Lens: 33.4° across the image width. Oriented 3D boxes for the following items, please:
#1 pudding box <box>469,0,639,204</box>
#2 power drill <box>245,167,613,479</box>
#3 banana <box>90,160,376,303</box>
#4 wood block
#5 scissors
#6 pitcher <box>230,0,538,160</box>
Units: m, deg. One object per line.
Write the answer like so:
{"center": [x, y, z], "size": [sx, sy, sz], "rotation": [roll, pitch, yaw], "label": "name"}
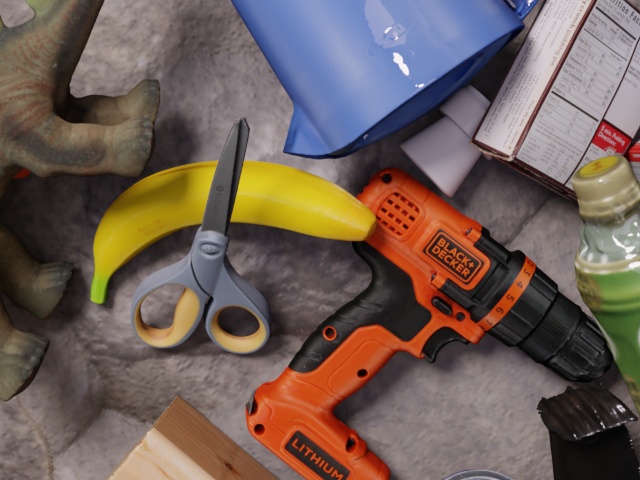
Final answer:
{"center": [0.149, -0.085, 0.617], "size": [0.089, 0.039, 0.113], "rotation": [22, 96, -39], "label": "pudding box"}
{"center": [0.059, 0.076, 0.652], "size": [0.184, 0.057, 0.188], "rotation": [38, 94, 1], "label": "power drill"}
{"center": [-0.064, -0.015, 0.643], "size": [0.198, 0.037, 0.069], "rotation": [-13, 108, 24], "label": "banana"}
{"center": [-0.043, 0.202, 0.651], "size": [0.206, 0.091, 0.090], "rotation": [41, 95, -1], "label": "wood block"}
{"center": [-0.048, 0.011, 0.615], "size": [0.096, 0.016, 0.202], "rotation": [22, 136, -19], "label": "scissors"}
{"center": [0.004, -0.180, 0.599], "size": [0.243, 0.149, 0.145], "rotation": [56, 138, 0], "label": "pitcher"}
